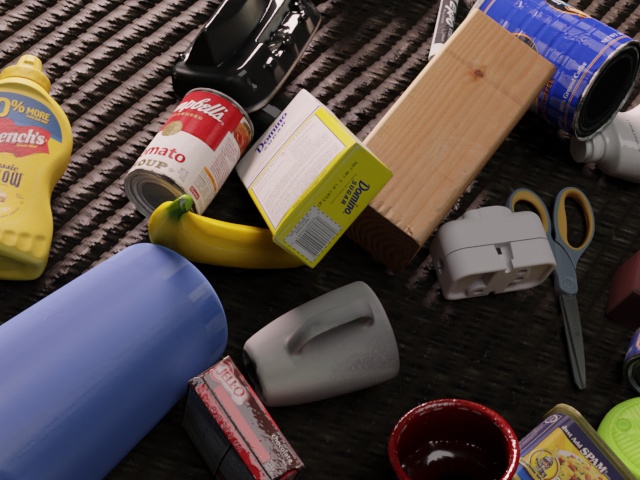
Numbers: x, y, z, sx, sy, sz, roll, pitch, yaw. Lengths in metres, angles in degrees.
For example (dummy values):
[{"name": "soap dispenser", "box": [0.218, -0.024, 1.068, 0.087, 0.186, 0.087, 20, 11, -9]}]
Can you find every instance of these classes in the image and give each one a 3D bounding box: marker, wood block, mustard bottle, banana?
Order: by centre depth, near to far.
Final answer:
[{"name": "banana", "box": [-0.073, 0.000, 0.825, 0.197, 0.070, 0.037, 17, 76, -59]}, {"name": "mustard bottle", "box": [-0.245, -0.066, 0.834, 0.096, 0.058, 0.191, 12, 58, -13]}, {"name": "wood block", "box": [0.099, -0.084, 0.913, 0.091, 0.090, 0.206, 38, 71, 5]}, {"name": "marker", "box": [0.126, -0.224, 1.071, 0.020, 0.020, 0.121, 19, 57, -8]}]

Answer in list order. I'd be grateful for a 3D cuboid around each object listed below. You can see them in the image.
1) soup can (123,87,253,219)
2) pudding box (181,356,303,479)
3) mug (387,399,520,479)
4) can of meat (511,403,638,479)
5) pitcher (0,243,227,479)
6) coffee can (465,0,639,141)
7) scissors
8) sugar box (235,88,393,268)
[{"name": "soup can", "box": [-0.107, -0.066, 0.873, 0.068, 0.069, 0.102, 30, 56, 0]}, {"name": "pudding box", "box": [-0.058, 0.141, 0.745, 0.039, 0.114, 0.090, -29, 74, -23]}, {"name": "mug", "box": [0.096, 0.185, 0.771, 0.093, 0.081, 0.117, -2, 40, 2]}, {"name": "can of meat", "box": [0.188, 0.194, 0.831, 0.083, 0.057, 0.102, -33, 75, -28]}, {"name": "pitcher", "box": [-0.182, 0.102, 0.716, 0.149, 0.145, 0.242, 43, 47, 6]}, {"name": "coffee can", "box": [0.213, -0.171, 0.996, 0.102, 0.103, 0.140, -34, 57, -31]}, {"name": "scissors", "box": [0.202, 0.030, 0.954, 0.096, 0.016, 0.201, 19, 57, -5]}, {"name": "sugar box", "box": [-0.010, -0.053, 0.829, 0.048, 0.176, 0.093, 39, 98, -21]}]
